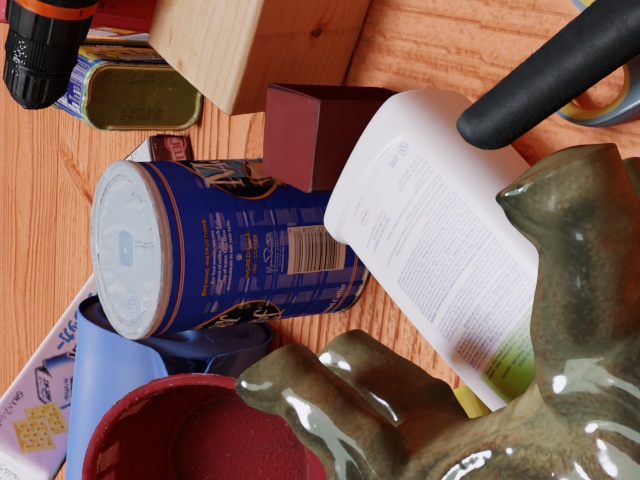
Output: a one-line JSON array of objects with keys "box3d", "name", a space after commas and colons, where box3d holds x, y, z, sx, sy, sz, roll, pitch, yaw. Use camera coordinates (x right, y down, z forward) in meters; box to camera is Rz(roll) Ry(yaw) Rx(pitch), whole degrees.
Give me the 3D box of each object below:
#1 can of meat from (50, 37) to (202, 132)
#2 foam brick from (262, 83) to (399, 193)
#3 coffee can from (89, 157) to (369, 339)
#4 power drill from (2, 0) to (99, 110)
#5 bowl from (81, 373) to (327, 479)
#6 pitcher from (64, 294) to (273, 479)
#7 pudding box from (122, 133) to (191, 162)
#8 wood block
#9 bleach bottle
[{"box3d": [-0.151, -0.118, 0.816, 0.084, 0.101, 0.057, 31, 118, 49], "name": "can of meat"}, {"box3d": [0.014, -0.056, 0.589, 0.053, 0.078, 0.051, 28, 116, 52], "name": "foam brick"}, {"box3d": [-0.054, 0.001, 0.643, 0.103, 0.140, 0.103, 11, 103, 56], "name": "coffee can"}, {"box3d": [-0.105, -0.171, 0.655, 0.057, 0.187, 0.185, 41, 128, 22], "name": "power drill"}, {"box3d": [-0.055, 0.144, 0.626, 0.055, 0.162, 0.162, -51, -37, -70], "name": "bowl"}, {"box3d": [-0.119, 0.160, 0.755, 0.145, 0.149, 0.243, 17, 103, 28], "name": "pitcher"}, {"box3d": [-0.130, -0.018, 0.853, 0.090, 0.039, 0.113, -28, 69, 56], "name": "pudding box"}, {"box3d": [-0.018, -0.184, 0.599, 0.090, 0.090, 0.206, 44, 130, 32], "name": "wood block"}, {"box3d": [0.097, 0.042, 0.489, 0.251, 0.067, 0.103, 56, 136, 34], "name": "bleach bottle"}]
